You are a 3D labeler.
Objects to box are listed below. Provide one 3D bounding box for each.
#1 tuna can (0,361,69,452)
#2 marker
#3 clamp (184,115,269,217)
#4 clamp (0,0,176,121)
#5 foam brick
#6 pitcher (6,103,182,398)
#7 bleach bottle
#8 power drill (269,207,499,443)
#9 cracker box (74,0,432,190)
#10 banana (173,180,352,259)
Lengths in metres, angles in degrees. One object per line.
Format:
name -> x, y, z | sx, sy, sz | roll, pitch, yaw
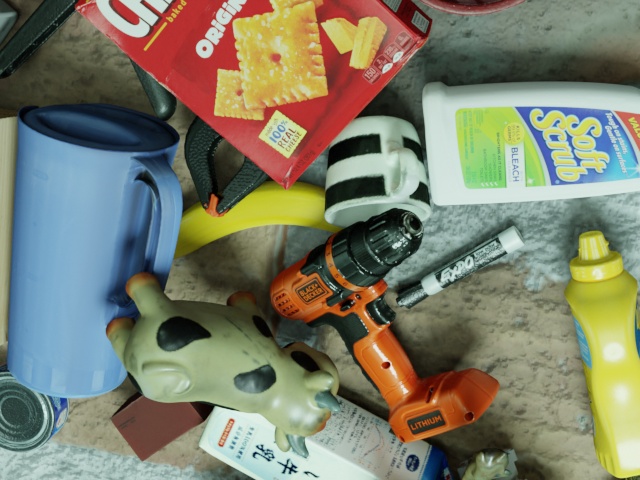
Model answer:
tuna can -> -0.287, 0.159, 1.023 | 0.086, 0.033, 0.086 | 3, 105, 11
marker -> 0.117, 0.025, 0.910 | 0.121, 0.020, 0.020 | -31, 97, 18
clamp -> -0.077, -0.107, 0.893 | 0.120, 0.039, 0.171 | 24, 91, 13
clamp -> -0.194, -0.212, 0.887 | 0.164, 0.036, 0.210 | 8, 107, 9
foam brick -> -0.143, 0.156, 0.983 | 0.078, 0.051, 0.053 | -34, 95, 18
pitcher -> -0.197, 0.013, 0.913 | 0.145, 0.149, 0.243 | 9, 110, -7
bleach bottle -> 0.210, -0.086, 0.840 | 0.251, 0.068, 0.102 | -5, 103, 11
power drill -> 0.062, 0.071, 0.882 | 0.187, 0.057, 0.185 | 52, 141, -5
cracker box -> -0.049, -0.168, 0.799 | 0.213, 0.072, 0.164 | 40, 116, -10
banana -> -0.054, -0.017, 0.925 | 0.198, 0.037, 0.069 | -1, 102, 12
